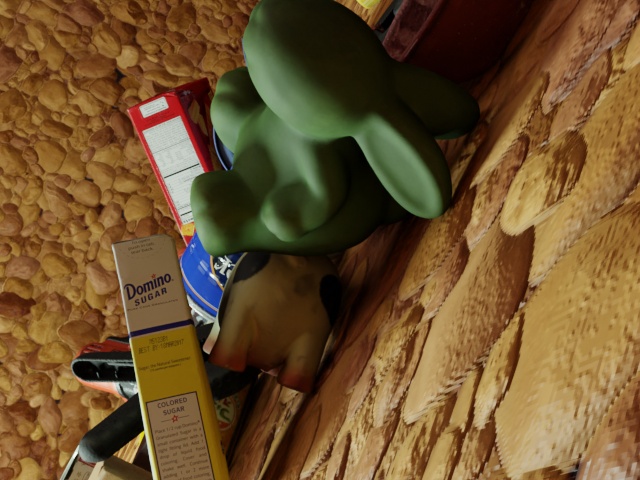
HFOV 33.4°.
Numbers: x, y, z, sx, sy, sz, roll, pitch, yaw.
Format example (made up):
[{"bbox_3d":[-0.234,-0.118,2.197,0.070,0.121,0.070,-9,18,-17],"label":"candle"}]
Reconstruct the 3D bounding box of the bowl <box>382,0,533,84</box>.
[{"bbox_3d":[0.093,-0.153,0.662,0.162,0.055,0.162,-60,9,15],"label":"bowl"}]

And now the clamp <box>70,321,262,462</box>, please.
[{"bbox_3d":[-0.116,0.099,0.826,0.120,0.171,0.039,51,158,50],"label":"clamp"}]

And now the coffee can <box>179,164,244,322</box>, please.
[{"bbox_3d":[-0.047,-0.006,0.885,0.140,0.102,0.102,-58,10,29],"label":"coffee can"}]

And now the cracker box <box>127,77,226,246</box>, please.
[{"bbox_3d":[-0.141,-0.084,1.297,0.072,0.213,0.164,-21,10,12],"label":"cracker box"}]

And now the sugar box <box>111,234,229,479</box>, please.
[{"bbox_3d":[-0.092,0.093,0.675,0.093,0.048,0.176,97,162,-67],"label":"sugar box"}]
